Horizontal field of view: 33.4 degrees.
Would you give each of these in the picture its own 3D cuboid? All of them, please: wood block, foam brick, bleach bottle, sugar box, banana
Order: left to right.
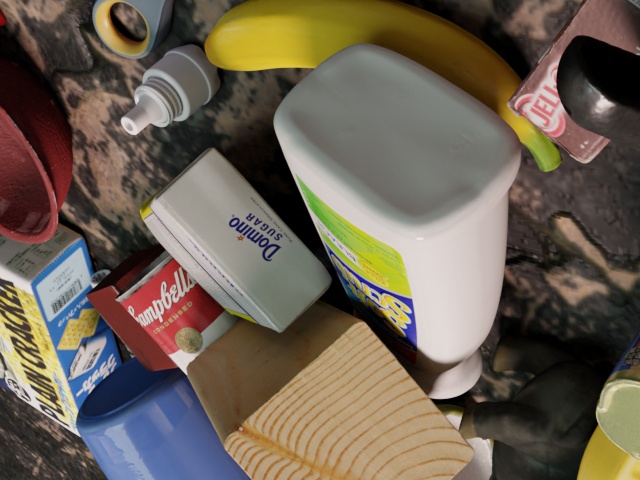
[{"bbox_3d":[-0.121,0.050,0.778,0.078,0.051,0.053,53,147,-15],"label":"foam brick"},{"bbox_3d":[-0.054,0.001,0.602,0.093,0.048,0.176,48,168,-9],"label":"sugar box"},{"bbox_3d":[-0.007,0.093,0.597,0.091,0.090,0.206,51,173,-10],"label":"wood block"},{"bbox_3d":[0.017,-0.083,0.493,0.198,0.037,0.069,24,140,28],"label":"banana"},{"bbox_3d":[0.049,0.020,0.519,0.103,0.068,0.251,40,164,29],"label":"bleach bottle"}]

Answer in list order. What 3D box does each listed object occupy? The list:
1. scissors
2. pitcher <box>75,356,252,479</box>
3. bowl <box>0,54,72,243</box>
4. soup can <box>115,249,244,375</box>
[{"bbox_3d":[-0.070,-0.127,0.557,0.202,0.016,0.096,20,142,32],"label":"scissors"},{"bbox_3d":[-0.097,0.210,0.858,0.145,0.149,0.243,2,127,60],"label":"pitcher"},{"bbox_3d":[-0.225,-0.077,0.742,0.162,0.055,0.162,28,144,22],"label":"bowl"},{"bbox_3d":[-0.079,0.054,0.723,0.102,0.068,0.069,49,147,-8],"label":"soup can"}]
